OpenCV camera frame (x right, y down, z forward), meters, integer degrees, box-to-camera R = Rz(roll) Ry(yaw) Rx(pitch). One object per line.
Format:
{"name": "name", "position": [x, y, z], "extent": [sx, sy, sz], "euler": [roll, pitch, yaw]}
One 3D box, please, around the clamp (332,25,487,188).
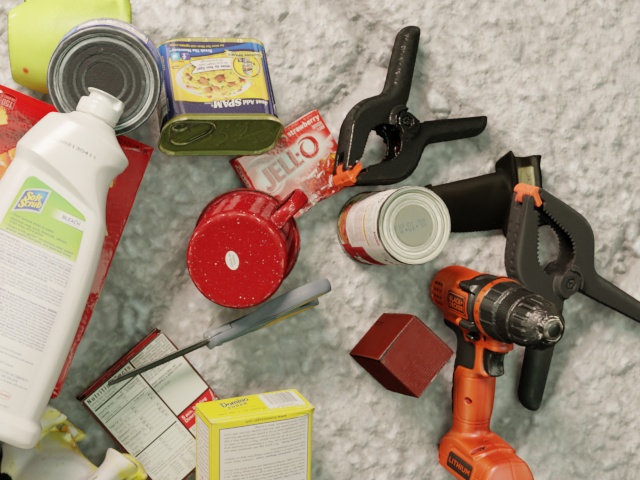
{"name": "clamp", "position": [0.066, -0.113, 0.950], "extent": [0.171, 0.039, 0.120], "euler": [-36, 92, -32]}

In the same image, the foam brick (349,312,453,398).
{"name": "foam brick", "position": [0.071, 0.100, 0.939], "extent": [0.051, 0.078, 0.053], "euler": [44, 77, -11]}

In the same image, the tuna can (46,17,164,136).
{"name": "tuna can", "position": [-0.161, -0.122, 0.802], "extent": [0.086, 0.034, 0.086], "euler": [-2, 111, -5]}

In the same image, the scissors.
{"name": "scissors", "position": [-0.069, 0.070, 0.867], "extent": [0.201, 0.096, 0.016], "euler": [-19, 80, -41]}

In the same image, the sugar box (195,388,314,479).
{"name": "sugar box", "position": [-0.056, 0.218, 0.890], "extent": [0.093, 0.048, 0.176], "euler": [-4, 108, -24]}

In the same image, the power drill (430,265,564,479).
{"name": "power drill", "position": [0.151, 0.122, 0.920], "extent": [0.057, 0.185, 0.188], "euler": [-3, 100, -18]}

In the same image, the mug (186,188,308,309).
{"name": "mug", "position": [-0.056, 0.001, 0.877], "extent": [0.117, 0.081, 0.093], "euler": [-39, 97, 9]}

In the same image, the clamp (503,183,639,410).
{"name": "clamp", "position": [0.217, 0.047, 0.993], "extent": [0.164, 0.036, 0.210], "euler": [-38, 113, -14]}

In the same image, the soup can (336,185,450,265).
{"name": "soup can", "position": [0.062, -0.012, 0.924], "extent": [0.068, 0.102, 0.068], "euler": [0, 89, -18]}

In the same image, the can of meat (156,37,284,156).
{"name": "can of meat", "position": [-0.088, -0.120, 0.888], "extent": [0.102, 0.058, 0.084], "euler": [-3, 65, -19]}

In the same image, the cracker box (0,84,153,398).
{"name": "cracker box", "position": [-0.245, -0.004, 0.830], "extent": [0.164, 0.072, 0.213], "euler": [23, 75, -17]}

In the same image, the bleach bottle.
{"name": "bleach bottle", "position": [-0.198, 0.013, 0.762], "extent": [0.102, 0.068, 0.251], "euler": [26, 82, -17]}

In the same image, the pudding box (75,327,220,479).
{"name": "pudding box", "position": [-0.134, 0.143, 0.894], "extent": [0.090, 0.039, 0.113], "euler": [-41, 99, -14]}

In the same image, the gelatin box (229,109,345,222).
{"name": "gelatin box", "position": [-0.024, -0.061, 0.935], "extent": [0.089, 0.030, 0.073], "euler": [-33, 99, -16]}
